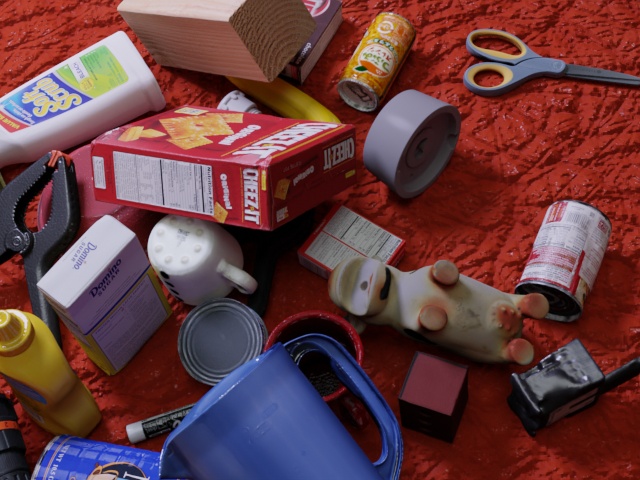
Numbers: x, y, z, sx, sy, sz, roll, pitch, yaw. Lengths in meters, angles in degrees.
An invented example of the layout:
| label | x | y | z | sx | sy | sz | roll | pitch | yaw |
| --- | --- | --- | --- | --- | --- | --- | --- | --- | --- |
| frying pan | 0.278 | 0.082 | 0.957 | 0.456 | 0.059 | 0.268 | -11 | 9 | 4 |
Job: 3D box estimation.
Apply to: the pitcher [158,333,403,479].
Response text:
| label | x | y | z | sx | sy | sz | roll | pitch | yaw |
| --- | --- | --- | --- | --- | --- | --- | --- | --- | --- |
| pitcher | -0.002 | 0.208 | 0.898 | 0.149 | 0.144 | 0.243 | -41 | 90 | 28 |

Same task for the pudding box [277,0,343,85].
| label | x | y | z | sx | sy | sz | roll | pitch | yaw |
| --- | --- | --- | --- | --- | --- | --- | --- | --- | --- |
| pudding box | -0.037 | -0.243 | 1.241 | 0.090 | 0.039 | 0.113 | 21 | 66 | 17 |

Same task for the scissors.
| label | x | y | z | sx | sy | sz | roll | pitch | yaw |
| --- | --- | --- | --- | --- | --- | --- | --- | --- | --- |
| scissors | 0.248 | -0.180 | 1.189 | 0.202 | 0.016 | 0.096 | 26 | 68 | 19 |

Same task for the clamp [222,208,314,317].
| label | x | y | z | sx | sy | sz | roll | pitch | yaw |
| --- | --- | --- | --- | --- | --- | --- | --- | --- | --- |
| clamp | -0.057 | 0.001 | 1.109 | 0.171 | 0.039 | 0.120 | -42 | 71 | -9 |

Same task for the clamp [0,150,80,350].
| label | x | y | z | sx | sy | sz | roll | pitch | yaw |
| --- | --- | --- | --- | --- | --- | --- | --- | --- | --- |
| clamp | -0.296 | 0.012 | 1.094 | 0.165 | 0.036 | 0.210 | 29 | 90 | 14 |

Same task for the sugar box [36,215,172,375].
| label | x | y | z | sx | sy | sz | roll | pitch | yaw |
| --- | --- | --- | --- | --- | --- | --- | --- | --- | --- |
| sugar box | -0.200 | 0.055 | 1.014 | 0.048 | 0.176 | 0.093 | 33 | 69 | 21 |

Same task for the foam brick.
| label | x | y | z | sx | sy | sz | roll | pitch | yaw |
| --- | --- | --- | --- | --- | --- | --- | --- | --- | --- |
| foam brick | 0.105 | 0.146 | 0.988 | 0.053 | 0.078 | 0.051 | 16 | 64 | 16 |

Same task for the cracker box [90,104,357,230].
| label | x | y | z | sx | sy | sz | roll | pitch | yaw |
| --- | --- | --- | --- | --- | --- | --- | --- | --- | --- |
| cracker box | -0.095 | -0.079 | 1.061 | 0.214 | 0.072 | 0.163 | 10 | 24 | 29 |

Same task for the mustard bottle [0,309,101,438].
| label | x | y | z | sx | sy | sz | roll | pitch | yaw |
| --- | --- | --- | --- | --- | --- | --- | --- | --- | --- |
| mustard bottle | -0.264 | 0.115 | 0.978 | 0.096 | 0.191 | 0.058 | 34 | 67 | 22 |

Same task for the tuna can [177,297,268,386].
| label | x | y | z | sx | sy | sz | roll | pitch | yaw |
| --- | --- | --- | --- | --- | --- | --- | --- | --- | --- |
| tuna can | -0.094 | 0.101 | 1.045 | 0.086 | 0.033 | 0.086 | -3 | 78 | 12 |

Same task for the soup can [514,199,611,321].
| label | x | y | z | sx | sy | sz | roll | pitch | yaw |
| --- | --- | --- | --- | --- | --- | --- | --- | --- | --- |
| soup can | 0.240 | 0.019 | 1.049 | 0.068 | 0.068 | 0.102 | 19 | 64 | 16 |

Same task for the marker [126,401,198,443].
| label | x | y | z | sx | sy | sz | roll | pitch | yaw |
| --- | --- | --- | --- | --- | --- | --- | --- | --- | --- |
| marker | -0.128 | 0.168 | 1.033 | 0.121 | 0.020 | 0.020 | -19 | 61 | -5 |

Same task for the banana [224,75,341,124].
| label | x | y | z | sx | sy | sz | roll | pitch | yaw |
| --- | --- | --- | --- | --- | --- | --- | --- | --- | --- |
| banana | -0.034 | -0.151 | 1.176 | 0.198 | 0.069 | 0.037 | 39 | 102 | 36 |

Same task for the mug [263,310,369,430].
| label | x | y | z | sx | sy | sz | roll | pitch | yaw |
| --- | --- | --- | --- | --- | --- | --- | --- | --- | --- |
| mug | 0.005 | 0.132 | 1.003 | 0.093 | 0.081 | 0.117 | -40 | 64 | -16 |

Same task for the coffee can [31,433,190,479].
| label | x | y | z | sx | sy | sz | roll | pitch | yaw |
| --- | --- | --- | --- | --- | --- | --- | --- | --- | --- |
| coffee can | -0.176 | 0.236 | 0.953 | 0.140 | 0.103 | 0.102 | 8 | 62 | 11 |

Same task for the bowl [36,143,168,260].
| label | x | y | z | sx | sy | sz | roll | pitch | yaw |
| --- | --- | --- | --- | --- | --- | --- | --- | --- | --- |
| bowl | -0.233 | -0.051 | 1.146 | 0.162 | 0.055 | 0.162 | -2 | 61 | 4 |

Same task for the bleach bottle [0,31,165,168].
| label | x | y | z | sx | sy | sz | roll | pitch | yaw |
| --- | --- | --- | --- | --- | --- | --- | --- | --- | --- |
| bleach bottle | -0.307 | -0.135 | 1.199 | 0.250 | 0.068 | 0.103 | -31 | 62 | -8 |

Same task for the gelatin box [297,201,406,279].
| label | x | y | z | sx | sy | sz | roll | pitch | yaw |
| --- | --- | --- | --- | --- | --- | --- | --- | --- | --- |
| gelatin box | 0.033 | 0.013 | 1.097 | 0.089 | 0.030 | 0.073 | 31 | 68 | 18 |

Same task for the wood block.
| label | x | y | z | sx | sy | sz | roll | pitch | yaw |
| --- | --- | --- | --- | --- | --- | --- | --- | --- | --- |
| wood block | -0.116 | -0.245 | 1.173 | 0.206 | 0.090 | 0.090 | 17 | 63 | 46 |
